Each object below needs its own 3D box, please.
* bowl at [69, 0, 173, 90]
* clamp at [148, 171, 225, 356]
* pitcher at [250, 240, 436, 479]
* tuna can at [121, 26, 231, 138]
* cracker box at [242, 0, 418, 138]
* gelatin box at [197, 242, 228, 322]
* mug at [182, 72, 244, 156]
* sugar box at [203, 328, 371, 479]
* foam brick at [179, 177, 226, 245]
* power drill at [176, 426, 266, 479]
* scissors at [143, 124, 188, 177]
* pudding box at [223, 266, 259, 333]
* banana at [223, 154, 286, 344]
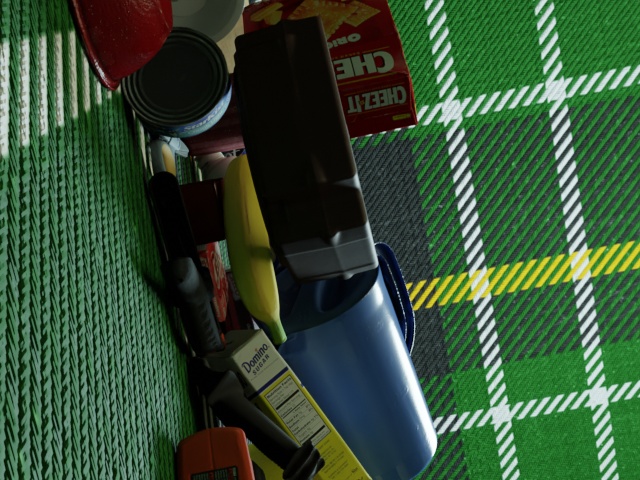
[{"bbox_3d":[-0.146,-0.195,0.787,0.162,0.055,0.162,-11,90,-89],"label":"bowl"},{"bbox_3d":[-0.107,0.040,0.875,0.120,0.039,0.171,-98,174,-55],"label":"clamp"},{"bbox_3d":[0.040,0.128,1.088,0.145,0.149,0.243,-104,171,-60],"label":"pitcher"},{"bbox_3d":[-0.115,-0.127,0.865,0.034,0.086,0.086,80,0,-76],"label":"tuna can"},{"bbox_3d":[0.004,-0.192,1.141,0.213,0.164,0.072,-99,176,-49],"label":"cracker box"},{"bbox_3d":[-0.109,0.029,1.017,0.089,0.030,0.073,-97,176,-69],"label":"gelatin box"},{"bbox_3d":[-0.112,-0.145,1.171,0.117,0.081,0.093,-98,177,-53],"label":"mug"},{"bbox_3d":[-0.033,0.162,0.979,0.176,0.048,0.093,52,-21,-9],"label":"sugar box"},{"bbox_3d":[-0.111,-0.025,0.957,0.078,0.051,0.053,-84,164,-84],"label":"foam brick"},{"bbox_3d":[-0.064,0.223,0.838,0.187,0.057,0.184,76,0,-50],"label":"power drill"},{"bbox_3d":[-0.138,-0.076,0.990,0.202,0.016,0.096,75,6,-73],"label":"scissors"},{"bbox_3d":[-0.091,0.074,1.224,0.113,0.039,0.090,-87,165,-86],"label":"pudding box"},{"bbox_3d":[-0.063,-0.008,0.925,0.069,0.037,0.198,81,-1,-58],"label":"banana"}]
